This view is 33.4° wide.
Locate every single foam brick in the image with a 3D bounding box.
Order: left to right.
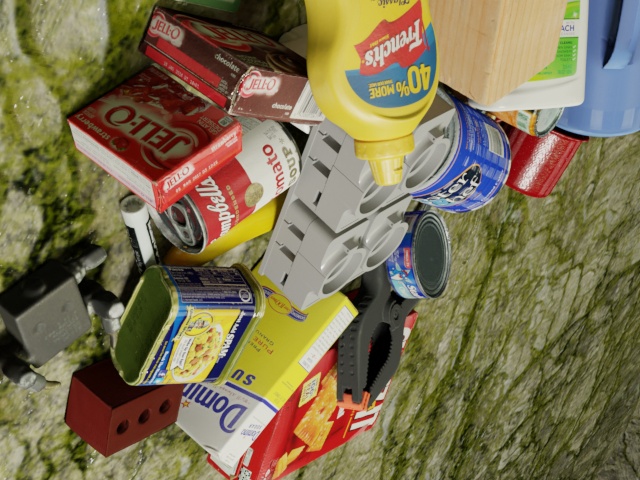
[{"bbox_3d":[-0.157,0.127,0.857,0.078,0.051,0.053,-22,138,-45],"label":"foam brick"}]

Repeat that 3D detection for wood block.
[{"bbox_3d":[0.125,-0.213,0.762,0.090,0.091,0.206,-36,147,-30],"label":"wood block"}]

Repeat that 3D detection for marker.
[{"bbox_3d":[-0.131,0.013,0.807,0.020,0.020,0.121,-40,149,-26],"label":"marker"}]

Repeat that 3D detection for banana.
[{"bbox_3d":[-0.048,-0.015,0.886,0.197,0.037,0.070,-14,131,-51],"label":"banana"}]

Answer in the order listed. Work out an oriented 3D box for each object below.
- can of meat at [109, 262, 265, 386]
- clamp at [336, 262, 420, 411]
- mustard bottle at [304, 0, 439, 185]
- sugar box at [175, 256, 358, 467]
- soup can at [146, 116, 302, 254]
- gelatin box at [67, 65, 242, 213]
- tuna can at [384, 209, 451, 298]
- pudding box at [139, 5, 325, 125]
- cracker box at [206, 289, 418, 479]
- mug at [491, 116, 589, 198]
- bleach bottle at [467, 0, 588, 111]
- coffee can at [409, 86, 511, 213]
[{"bbox_3d":[-0.104,0.066,0.823,0.083,0.057,0.102,3,127,-41],"label":"can of meat"},{"bbox_3d":[0.064,0.070,1.046,0.164,0.036,0.210,39,60,-50],"label":"clamp"},{"bbox_3d":[0.034,-0.130,0.700,0.096,0.058,0.191,-19,110,-35],"label":"mustard bottle"},{"bbox_3d":[-0.059,0.099,0.933,0.176,0.093,0.048,-50,151,-10],"label":"sugar box"},{"bbox_3d":[-0.072,-0.045,0.786,0.102,0.069,0.068,-38,147,-30],"label":"soup can"},{"bbox_3d":[-0.105,-0.068,0.685,0.073,0.089,0.030,-39,148,-27],"label":"gelatin box"},{"bbox_3d":[0.094,0.014,1.027,0.086,0.034,0.086,6,83,-59],"label":"tuna can"},{"bbox_3d":[-0.051,-0.116,0.716,0.113,0.090,0.039,0,122,-58],"label":"pudding box"},{"bbox_3d":[-0.004,0.148,1.094,0.213,0.072,0.164,-16,133,-50],"label":"cracker box"},{"bbox_3d":[0.225,-0.103,1.171,0.117,0.093,0.082,13,118,-27],"label":"mug"},{"bbox_3d":[0.177,-0.240,0.907,0.102,0.068,0.251,-5,105,-13],"label":"bleach bottle"},{"bbox_3d":[0.103,-0.084,0.974,0.103,0.103,0.140,-60,152,10],"label":"coffee can"}]
